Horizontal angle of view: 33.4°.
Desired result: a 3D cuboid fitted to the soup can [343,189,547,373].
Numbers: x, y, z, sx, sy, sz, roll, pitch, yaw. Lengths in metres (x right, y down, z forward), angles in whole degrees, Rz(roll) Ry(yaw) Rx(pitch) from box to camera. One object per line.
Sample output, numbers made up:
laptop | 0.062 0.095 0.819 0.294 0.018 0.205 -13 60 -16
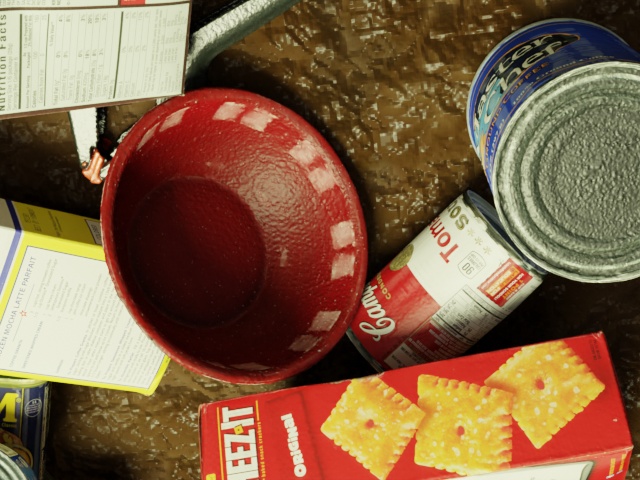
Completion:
soup can | 0.070 0.029 0.607 0.068 0.068 0.102 42 106 -11

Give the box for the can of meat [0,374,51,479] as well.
can of meat | -0.213 0.107 0.642 0.102 0.057 0.084 6 106 -8

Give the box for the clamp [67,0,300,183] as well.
clamp | -0.098 -0.114 0.582 0.120 0.039 0.172 37 107 -8

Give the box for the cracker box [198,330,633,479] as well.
cracker box | 0.057 0.125 0.598 0.214 0.072 0.164 -10 152 7

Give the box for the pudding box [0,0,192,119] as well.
pudding box | -0.114 -0.110 0.508 0.113 0.039 0.090 -13 123 -40

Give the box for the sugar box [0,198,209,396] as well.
sugar box | -0.161 0.029 0.596 0.176 0.048 0.093 15 110 -29

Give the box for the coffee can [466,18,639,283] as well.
coffee can | 0.130 -0.051 0.537 0.103 0.140 0.103 1 109 3

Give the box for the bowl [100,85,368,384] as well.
bowl | -0.054 0.001 0.585 0.162 0.162 0.055 50 146 -13
